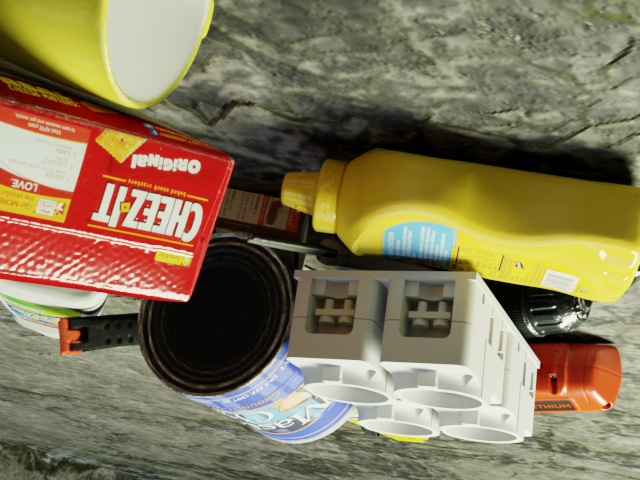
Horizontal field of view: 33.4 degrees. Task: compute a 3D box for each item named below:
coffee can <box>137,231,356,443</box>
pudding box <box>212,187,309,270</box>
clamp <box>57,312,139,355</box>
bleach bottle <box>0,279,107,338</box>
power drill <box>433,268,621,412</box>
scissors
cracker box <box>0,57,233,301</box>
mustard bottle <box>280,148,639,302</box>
[{"bbox_3d":[-0.038,0.067,0.686,0.103,0.103,0.140,4,161,23],"label":"coffee can"},{"bbox_3d":[-0.055,0.001,0.728,0.090,0.039,0.113,10,162,1],"label":"pudding box"},{"bbox_3d":[-0.111,0.068,0.864,0.165,0.036,0.209,-10,174,39],"label":"clamp"},{"bbox_3d":[-0.224,0.045,0.920,0.102,0.068,0.251,13,163,-5],"label":"bleach bottle"},{"bbox_3d":[0.145,0.073,0.780,0.185,0.057,0.187,-6,151,42],"label":"power drill"},{"bbox_3d":[0.028,0.014,0.630,0.096,0.016,0.201,19,-176,11],"label":"scissors"},{"bbox_3d":[-0.164,-0.047,0.451,0.163,0.072,0.214,12,-170,-41],"label":"cracker box"},{"bbox_3d":[0.073,-0.012,0.582,0.191,0.058,0.096,10,166,7],"label":"mustard bottle"}]
